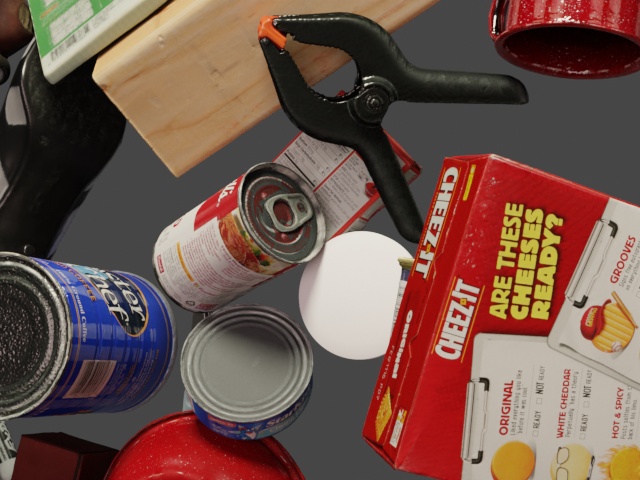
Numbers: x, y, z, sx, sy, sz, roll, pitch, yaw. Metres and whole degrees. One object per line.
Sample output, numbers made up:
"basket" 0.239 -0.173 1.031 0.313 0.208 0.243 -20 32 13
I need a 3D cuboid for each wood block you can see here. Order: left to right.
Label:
"wood block" -0.036 -0.145 0.694 0.206 0.091 0.090 -32 117 13

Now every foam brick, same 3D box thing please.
"foam brick" -0.181 0.178 0.743 0.051 0.053 0.078 11 86 20

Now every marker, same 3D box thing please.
"marker" -0.236 0.146 0.784 0.020 0.020 0.121 -32 74 13

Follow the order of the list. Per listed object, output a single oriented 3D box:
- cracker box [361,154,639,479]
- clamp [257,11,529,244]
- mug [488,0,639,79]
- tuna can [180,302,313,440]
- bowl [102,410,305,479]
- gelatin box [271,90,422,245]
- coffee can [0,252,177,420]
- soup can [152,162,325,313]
"cracker box" 0.148 0.062 0.577 0.213 0.072 0.164 17 89 -15
"clamp" 0.031 -0.075 0.655 0.171 0.039 0.120 24 95 -9
"mug" 0.150 -0.151 0.655 0.117 0.093 0.081 -4 74 56
"tuna can" -0.047 0.086 0.696 0.086 0.034 0.086 0 56 0
"bowl" -0.085 0.192 0.689 0.162 0.055 0.162 -1 85 16
"gelatin box" 0.011 -0.043 0.714 0.089 0.030 0.073 -45 70 9
"coffee can" -0.171 0.065 0.706 0.103 0.140 0.103 -2 83 19
"soup can" -0.055 0.001 0.692 0.102 0.068 0.068 -30 73 43
